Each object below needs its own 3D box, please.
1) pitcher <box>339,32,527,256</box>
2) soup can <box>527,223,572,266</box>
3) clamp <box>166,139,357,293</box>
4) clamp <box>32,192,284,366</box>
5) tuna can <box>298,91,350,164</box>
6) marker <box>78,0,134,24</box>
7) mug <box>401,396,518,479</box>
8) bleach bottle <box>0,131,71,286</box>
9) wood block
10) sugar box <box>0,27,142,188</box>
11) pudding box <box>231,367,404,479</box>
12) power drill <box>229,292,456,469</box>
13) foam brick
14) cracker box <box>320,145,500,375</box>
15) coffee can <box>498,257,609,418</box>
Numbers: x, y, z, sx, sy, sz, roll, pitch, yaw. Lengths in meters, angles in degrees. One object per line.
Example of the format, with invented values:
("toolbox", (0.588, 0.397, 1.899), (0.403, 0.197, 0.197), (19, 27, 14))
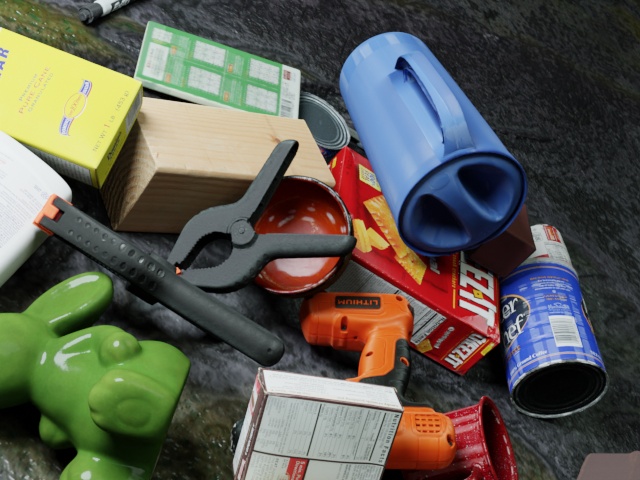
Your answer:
("pitcher", (0.103, -0.115, 1.089), (0.144, 0.149, 0.243), (18, 33, -35))
("soup can", (0.263, 0.038, 1.259), (0.068, 0.069, 0.102), (19, 42, -28))
("clamp", (-0.056, 0.001, 0.935), (0.120, 0.171, 0.039), (50, -3, 24))
("clamp", (-0.132, 0.033, 0.854), (0.210, 0.165, 0.036), (34, 81, -10))
("tuna can", (-0.011, -0.125, 1.201), (0.086, 0.034, 0.086), (25, 39, -22))
("marker", (-0.223, -0.259, 1.154), (0.020, 0.020, 0.121), (42, 36, 0))
("mug", (0.117, 0.195, 0.927), (0.093, 0.082, 0.117), (67, 20, -11))
("bleach bottle", (-0.288, 0.014, 0.782), (0.102, 0.068, 0.250), (37, 39, -3))
("wood block", (-0.101, -0.066, 1.012), (0.205, 0.090, 0.091), (3, 50, -41))
("sugar box", (-0.247, -0.120, 0.897), (0.176, 0.048, 0.093), (22, 66, 1))
("pudding box", (-0.002, 0.150, 0.809), (0.113, 0.090, 0.039), (10, 20, -17))
("power drill", (0.018, 0.123, 0.925), (0.184, 0.057, 0.187), (3, 38, -2))
("foam brick", (0.189, -0.010, 1.137), (0.051, 0.053, 0.078), (29, 34, -21))
("cracker box", (0.087, 0.018, 1.113), (0.213, 0.072, 0.164), (31, 37, -16))
("coffee can", (0.241, 0.103, 1.143), (0.102, 0.103, 0.140), (21, 41, -26))
